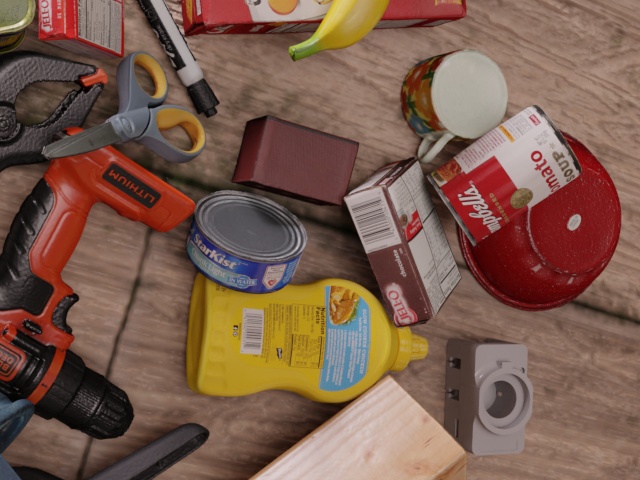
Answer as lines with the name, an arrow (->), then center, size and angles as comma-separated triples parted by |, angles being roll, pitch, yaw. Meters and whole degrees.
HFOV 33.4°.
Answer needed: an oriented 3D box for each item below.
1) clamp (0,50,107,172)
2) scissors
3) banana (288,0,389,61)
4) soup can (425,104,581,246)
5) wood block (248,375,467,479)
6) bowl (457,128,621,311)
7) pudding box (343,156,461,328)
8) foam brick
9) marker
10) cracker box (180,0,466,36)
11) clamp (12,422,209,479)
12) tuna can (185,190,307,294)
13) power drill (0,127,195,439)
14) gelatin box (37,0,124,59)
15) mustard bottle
clamp -> -0.232, -0.087, 0.732 | 0.171, 0.039, 0.120 | -40, 123, -19
scissors -> -0.138, -0.092, 0.719 | 0.016, 0.201, 0.096 | -28, 80, 21
banana -> 0.026, -0.221, 0.759 | 0.069, 0.037, 0.198 | 8, 89, -21
soup can -> 0.144, -0.051, 0.838 | 0.102, 0.068, 0.068 | -34, 105, 6
wood block -> 0.003, 0.208, 0.795 | 0.206, 0.090, 0.091 | -35, 146, -18
bowl -> 0.199, -0.018, 0.904 | 0.161, 0.055, 0.162 | -1, 92, -22
pudding box -> 0.067, 0.000, 0.835 | 0.090, 0.039, 0.113 | -42, 114, -63
foam brick -> -0.020, -0.059, 0.815 | 0.078, 0.053, 0.051 | 14, 86, -21
marker -> -0.109, -0.147, 0.794 | 0.020, 0.020, 0.121 | -32, 103, -18
cracker box -> -0.002, -0.242, 0.808 | 0.213, 0.072, 0.164 | -7, 93, -21
clamp -> -0.175, 0.193, 0.739 | 0.210, 0.036, 0.164 | 6, 52, 2
tuna can -> -0.055, 0.001, 0.784 | 0.086, 0.086, 0.034 | 7, 124, -22
power drill -> -0.169, 0.031, 0.744 | 0.184, 0.057, 0.187 | 36, 84, -27
gelatin box -> -0.165, -0.168, 0.735 | 0.030, 0.089, 0.073 | 0, 92, 12
mustard bottle -> -0.004, 0.076, 0.821 | 0.191, 0.058, 0.096 | 7, 80, -22
